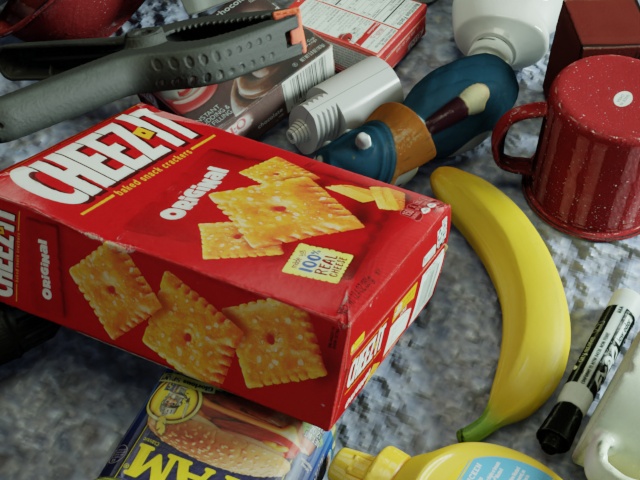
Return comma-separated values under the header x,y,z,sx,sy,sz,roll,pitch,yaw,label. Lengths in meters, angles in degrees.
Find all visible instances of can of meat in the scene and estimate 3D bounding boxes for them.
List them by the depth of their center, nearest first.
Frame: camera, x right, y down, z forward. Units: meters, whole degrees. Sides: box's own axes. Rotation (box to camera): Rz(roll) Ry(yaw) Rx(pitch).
x,y,z,sx,sy,sz,roll,pitch,yaw,label
-0.051,0.115,0.528,0.102,0.057,0.083,17,48,14,can of meat

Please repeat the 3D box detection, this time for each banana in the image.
x,y,z,sx,sy,sz,roll,pitch,yaw,label
0.105,0.026,0.617,0.069,0.037,0.198,0,49,-1,banana

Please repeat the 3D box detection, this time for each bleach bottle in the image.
x,y,z,sx,sy,sz,roll,pitch,yaw,label
0.168,-0.205,0.805,0.103,0.068,0.250,16,53,15,bleach bottle

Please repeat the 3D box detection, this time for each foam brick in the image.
x,y,z,sx,sy,sz,roll,pitch,yaw,label
0.186,-0.115,0.715,0.053,0.078,0.051,-3,48,-6,foam brick

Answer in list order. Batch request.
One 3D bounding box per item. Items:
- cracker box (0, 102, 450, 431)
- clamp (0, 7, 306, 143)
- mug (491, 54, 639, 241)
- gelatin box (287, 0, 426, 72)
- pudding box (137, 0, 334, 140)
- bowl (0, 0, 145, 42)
x,y,z,sx,sy,sz,roll,pitch,yaw,label
-0.054,0.001,0.582,0.214,0.072,0.164,20,29,17,cracker box
-0.116,-0.116,0.681,0.209,0.036,0.165,-16,26,-13,clamp
0.165,-0.061,0.664,0.117,0.081,0.093,6,49,6,mug
0.023,-0.156,0.783,0.089,0.030,0.073,24,52,21,gelatin box
-0.060,-0.113,0.731,0.113,0.039,0.090,-38,59,-19,pudding box
-0.160,-0.190,0.766,0.162,0.055,0.162,-35,30,24,bowl
